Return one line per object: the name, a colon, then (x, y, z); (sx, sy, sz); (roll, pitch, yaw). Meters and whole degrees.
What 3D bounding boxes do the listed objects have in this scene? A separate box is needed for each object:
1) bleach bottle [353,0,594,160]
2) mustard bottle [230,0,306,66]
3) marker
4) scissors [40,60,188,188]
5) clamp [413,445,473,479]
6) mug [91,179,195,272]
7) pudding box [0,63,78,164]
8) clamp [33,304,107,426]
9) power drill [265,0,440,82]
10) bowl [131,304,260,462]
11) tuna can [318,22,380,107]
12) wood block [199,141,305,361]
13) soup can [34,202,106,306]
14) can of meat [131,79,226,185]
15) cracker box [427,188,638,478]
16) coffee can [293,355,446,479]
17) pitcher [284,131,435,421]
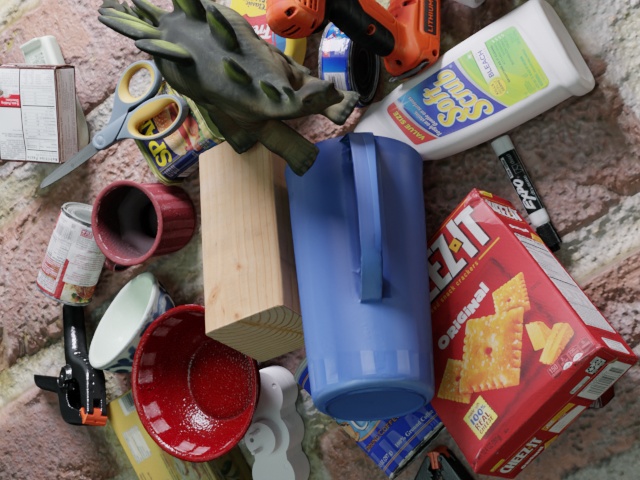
bleach bottle: (0.128, -0.124, 1.025); (0.251, 0.068, 0.102); (-32, 81, 27)
mustard bottle: (-0.058, -0.216, 1.106); (0.096, 0.058, 0.192); (16, 103, 28)
marker: (0.198, -0.044, 1.021); (0.020, 0.020, 0.121); (-29, 83, 25)
scissors: (-0.234, -0.129, 1.157); (0.202, 0.016, 0.096); (-16, 84, 22)
clamp: (0.124, 0.317, 1.084); (0.165, 0.036, 0.210); (-15, 87, 26)
mug: (-0.197, -0.012, 1.181); (0.093, 0.081, 0.117); (37, 109, 18)
pudding box: (-0.324, -0.145, 1.220); (0.090, 0.039, 0.113); (6, 105, 24)
clamp: (-0.281, 0.148, 1.231); (0.172, 0.039, 0.120); (33, 111, 50)
power drill: (0.029, -0.243, 0.986); (0.057, 0.187, 0.184); (-20, 58, 47)
bowl: (-0.119, 0.147, 1.114); (0.162, 0.055, 0.162); (-1, 88, 31)
tuna can: (0.030, -0.173, 1.053); (0.034, 0.086, 0.086); (4, 97, 24)
wood block: (-0.057, 0.001, 1.060); (0.090, 0.090, 0.206); (-23, 56, 26)
soup can: (-0.282, 0.015, 1.232); (0.069, 0.068, 0.102); (28, 106, 21)
can of meat: (-0.155, -0.125, 1.164); (0.084, 0.057, 0.102); (-34, 80, 22)
cracker box: (0.158, 0.082, 0.979); (0.164, 0.072, 0.214); (-50, 48, 21)
coffee can: (0.057, 0.152, 1.063); (0.140, 0.102, 0.103); (45, 112, 15)
pitcher: (0.039, 0.030, 0.965); (0.145, 0.149, 0.243); (-25, 57, 36)
